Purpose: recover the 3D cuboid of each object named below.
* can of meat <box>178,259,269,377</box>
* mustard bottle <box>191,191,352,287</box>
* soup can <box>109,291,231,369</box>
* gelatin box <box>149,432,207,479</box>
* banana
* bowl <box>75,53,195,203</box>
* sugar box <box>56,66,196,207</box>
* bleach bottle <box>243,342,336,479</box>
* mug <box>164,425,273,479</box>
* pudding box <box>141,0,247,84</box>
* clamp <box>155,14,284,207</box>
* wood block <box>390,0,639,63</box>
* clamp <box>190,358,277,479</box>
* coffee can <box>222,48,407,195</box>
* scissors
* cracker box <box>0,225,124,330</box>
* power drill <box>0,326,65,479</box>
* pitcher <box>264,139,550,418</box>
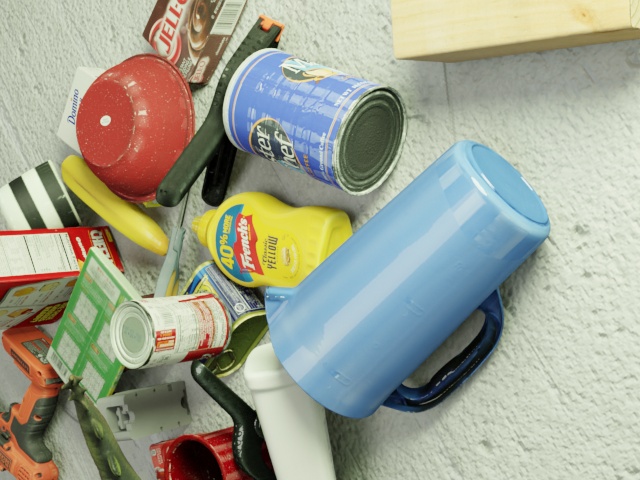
[{"bbox_3d":[-0.108,0.082,1.123,0.084,0.057,0.102,51,123,25],"label":"can of meat"},{"bbox_3d":[-0.057,0.001,1.071,0.192,0.058,0.096,14,109,38],"label":"mustard bottle"},{"bbox_3d":[-0.147,0.088,1.051,0.069,0.102,0.068,3,94,42],"label":"soup can"},{"bbox_3d":[-0.150,0.264,1.193,0.073,0.030,0.089,-19,83,39],"label":"gelatin box"},{"bbox_3d":[-0.242,-0.049,1.213,0.198,0.069,0.037,39,95,34],"label":"banana"},{"bbox_3d":[-0.208,-0.121,1.127,0.162,0.055,0.162,-1,88,37],"label":"bowl"},{"bbox_3d":[-0.221,-0.119,1.203,0.176,0.048,0.093,38,115,34],"label":"sugar box"},{"bbox_3d":[-0.013,0.225,1.019,0.068,0.102,0.251,-12,101,2],"label":"bleach bottle"},{"bbox_3d":[-0.106,0.252,1.122,0.093,0.081,0.117,28,111,34],"label":"mug"},{"bbox_3d":[-0.133,-0.234,1.121,0.090,0.039,0.114,47,122,26],"label":"pudding box"},{"bbox_3d":[-0.094,-0.120,1.045,0.036,0.164,0.210,26,104,8],"label":"clamp"},{"bbox_3d":[0.164,-0.197,0.845,0.207,0.090,0.090,0,94,40],"label":"wood block"},{"bbox_3d":[-0.049,0.173,1.074,0.171,0.120,0.039,69,166,-14],"label":"clamp"},{"bbox_3d":[-0.006,-0.111,0.987,0.140,0.102,0.103,25,110,35],"label":"coffee can"},{"bbox_3d":[-0.157,0.008,1.173,0.016,0.096,0.201,12,73,0],"label":"scissors"},{"bbox_3d":[-0.363,0.046,1.228,0.164,0.213,0.072,-32,73,37],"label":"cracker box"},{"bbox_3d":[-0.388,0.206,1.369,0.185,0.057,0.188,33,117,29],"label":"power drill"},{"bbox_3d":[0.084,0.038,0.915,0.243,0.149,0.145,-45,59,25],"label":"pitcher"}]
